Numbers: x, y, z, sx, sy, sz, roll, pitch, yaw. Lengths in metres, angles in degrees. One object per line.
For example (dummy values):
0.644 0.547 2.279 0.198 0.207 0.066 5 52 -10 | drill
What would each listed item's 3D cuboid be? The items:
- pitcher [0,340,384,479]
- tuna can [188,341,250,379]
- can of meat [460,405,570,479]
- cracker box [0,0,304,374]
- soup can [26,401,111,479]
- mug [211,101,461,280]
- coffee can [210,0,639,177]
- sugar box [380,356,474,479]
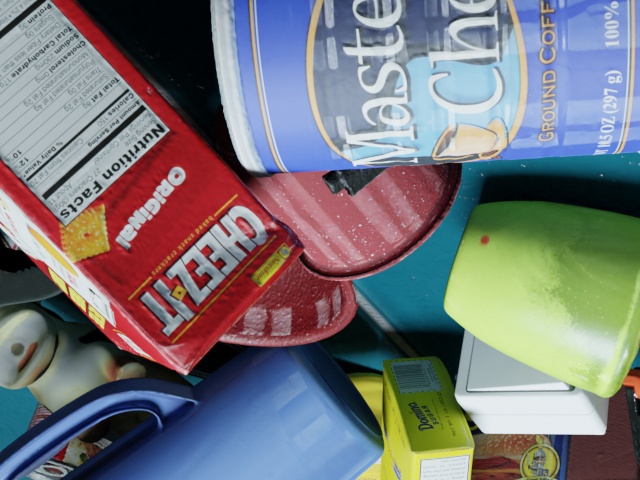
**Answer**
-0.088 0.159 0.695 0.243 0.145 0.149 -38 156 4 | pitcher
-0.080 0.067 0.752 0.086 0.033 0.086 11 149 6 | tuna can
0.141 0.154 0.756 0.102 0.084 0.057 -13 140 38 | can of meat
-0.118 -0.050 0.421 0.213 0.072 0.164 47 166 -11 | cracker box
-0.196 0.142 0.856 0.068 0.102 0.068 10 149 6 | soup can
-0.005 -0.037 0.489 0.117 0.093 0.081 -28 129 18 | mug
0.041 -0.077 0.375 0.140 0.103 0.103 -3 147 8 | coffee can
0.067 0.174 0.718 0.048 0.093 0.176 -3 122 -8 | sugar box
